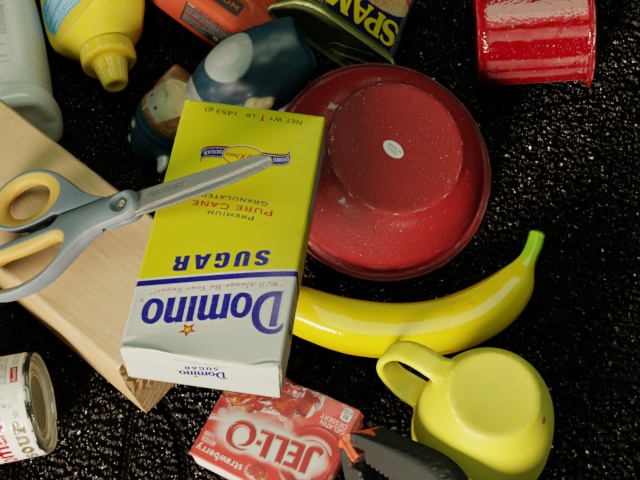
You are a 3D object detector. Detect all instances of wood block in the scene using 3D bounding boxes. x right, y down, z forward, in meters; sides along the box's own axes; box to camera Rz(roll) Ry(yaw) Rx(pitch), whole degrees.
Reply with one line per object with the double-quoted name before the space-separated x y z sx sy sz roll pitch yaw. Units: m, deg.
"wood block" -0.168 0.009 0.717 0.206 0.090 0.090 36 71 19

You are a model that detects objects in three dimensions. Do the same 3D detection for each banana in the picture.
"banana" 0.057 0.045 0.712 0.198 0.037 0.069 -11 75 1

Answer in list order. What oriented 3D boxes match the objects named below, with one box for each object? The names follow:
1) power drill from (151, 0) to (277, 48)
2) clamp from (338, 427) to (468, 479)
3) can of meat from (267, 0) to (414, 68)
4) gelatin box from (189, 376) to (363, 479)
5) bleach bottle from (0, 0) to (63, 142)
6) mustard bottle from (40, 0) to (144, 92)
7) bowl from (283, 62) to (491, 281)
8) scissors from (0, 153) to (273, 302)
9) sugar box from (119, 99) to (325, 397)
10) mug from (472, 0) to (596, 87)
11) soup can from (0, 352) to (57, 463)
"power drill" -0.052 -0.244 0.825 0.184 0.057 0.187 36 73 -4
"clamp" 0.079 0.183 0.603 0.036 0.165 0.210 -1 49 -40
"can of meat" 0.022 -0.183 0.783 0.058 0.102 0.084 5 71 52
"gelatin box" -0.027 0.127 0.685 0.089 0.030 0.073 24 68 14
"bleach bottle" -0.263 -0.185 0.832 0.102 0.068 0.251 -11 62 -2
"mustard bottle" -0.178 -0.195 0.819 0.096 0.058 0.192 -37 60 33
"bowl" 0.047 -0.055 0.731 0.162 0.055 0.162 2 77 -8
"scissors" -0.127 -0.031 0.641 0.202 0.016 0.096 -29 53 10
"sugar box" -0.054 0.001 0.640 0.093 0.048 0.176 7 58 3
"mug" 0.155 -0.162 0.789 0.081 0.093 0.117 -3 33 7
"soup can" -0.227 0.113 0.682 0.102 0.068 0.068 -11 64 -2
